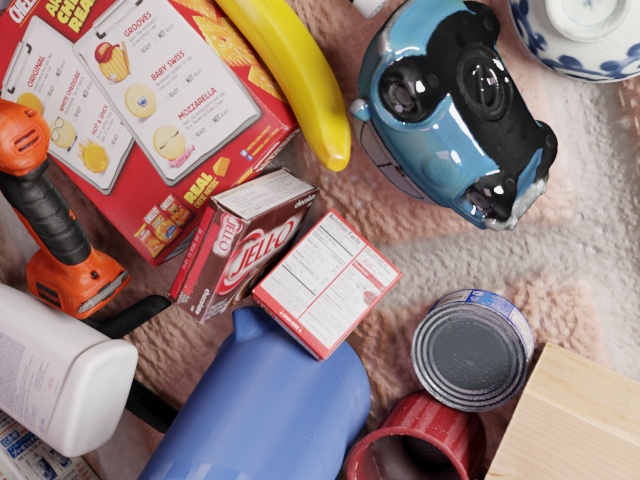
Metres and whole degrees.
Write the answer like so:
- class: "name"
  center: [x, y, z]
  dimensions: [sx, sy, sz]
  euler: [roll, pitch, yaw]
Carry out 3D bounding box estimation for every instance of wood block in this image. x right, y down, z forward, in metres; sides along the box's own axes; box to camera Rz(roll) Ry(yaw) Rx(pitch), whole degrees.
- class: "wood block"
  center: [0.228, 0.164, 0.729]
  dimensions: [0.206, 0.090, 0.091]
  euler: [24, 115, 14]

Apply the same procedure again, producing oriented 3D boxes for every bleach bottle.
- class: "bleach bottle"
  center: [-0.270, 0.076, 0.891]
  dimensions: [0.251, 0.068, 0.103]
  euler: [28, 111, 26]

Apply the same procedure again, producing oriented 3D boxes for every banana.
- class: "banana"
  center: [-0.031, -0.130, 0.740]
  dimensions: [0.198, 0.069, 0.037]
  euler: [53, 131, 10]

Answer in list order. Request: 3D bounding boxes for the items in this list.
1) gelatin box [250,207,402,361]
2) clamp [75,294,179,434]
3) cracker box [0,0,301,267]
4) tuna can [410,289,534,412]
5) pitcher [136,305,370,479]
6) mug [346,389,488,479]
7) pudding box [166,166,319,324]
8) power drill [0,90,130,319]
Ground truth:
- class: "gelatin box"
  center: [0.005, 0.032, 0.785]
  dimensions: [0.073, 0.030, 0.089]
  euler: [43, 79, 3]
- class: "clamp"
  center: [-0.189, 0.090, 0.905]
  dimensions: [0.172, 0.039, 0.120]
  euler: [12, 104, 20]
- class: "cracker box"
  center: [-0.133, -0.114, 0.793]
  dimensions: [0.214, 0.072, 0.164]
  euler: [47, 118, 2]
- class: "tuna can"
  center: [0.112, 0.079, 0.779]
  dimensions: [0.086, 0.033, 0.086]
  euler: [7, 111, 20]
- class: "pitcher"
  center: [-0.047, 0.166, 0.757]
  dimensions: [0.149, 0.242, 0.145]
  euler: [26, 114, 5]
- class: "mug"
  center: [0.087, 0.168, 0.793]
  dimensions: [0.117, 0.081, 0.093]
  euler: [27, 116, 12]
- class: "pudding box"
  center: [-0.055, 0.001, 0.776]
  dimensions: [0.039, 0.113, 0.090]
  euler: [34, 117, 12]
- class: "power drill"
  center: [-0.236, -0.034, 0.827]
  dimensions: [0.185, 0.057, 0.187]
  euler: [19, 144, 48]
